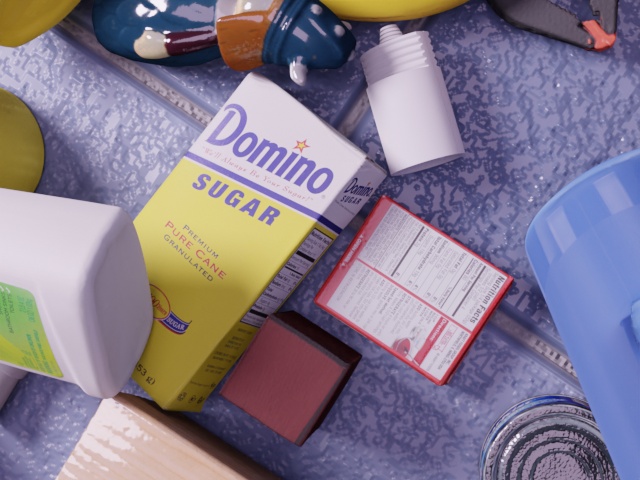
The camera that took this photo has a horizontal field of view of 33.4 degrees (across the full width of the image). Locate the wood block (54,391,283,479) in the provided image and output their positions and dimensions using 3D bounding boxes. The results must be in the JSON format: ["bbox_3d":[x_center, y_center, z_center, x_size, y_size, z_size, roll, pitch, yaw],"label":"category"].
[{"bbox_3d":[-0.036,0.171,0.553,0.206,0.090,0.091,28,84,22],"label":"wood block"}]

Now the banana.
[{"bbox_3d":[0.024,-0.156,0.595,0.198,0.037,0.069,0,90,22],"label":"banana"}]

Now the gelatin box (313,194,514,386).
[{"bbox_3d":[0.053,0.028,0.602,0.089,0.030,0.073,33,92,7],"label":"gelatin box"}]

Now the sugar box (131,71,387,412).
[{"bbox_3d":[-0.054,0.001,0.600,0.093,0.048,0.176,39,96,23],"label":"sugar box"}]

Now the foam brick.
[{"bbox_3d":[-0.014,0.073,0.587,0.051,0.078,0.053,32,91,8],"label":"foam brick"}]

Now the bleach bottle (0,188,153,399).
[{"bbox_3d":[-0.218,0.011,0.557,0.251,0.068,0.102,10,135,13],"label":"bleach bottle"}]

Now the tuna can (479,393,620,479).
[{"bbox_3d":[0.131,0.129,0.587,0.086,0.033,0.086,0,89,8],"label":"tuna can"}]
